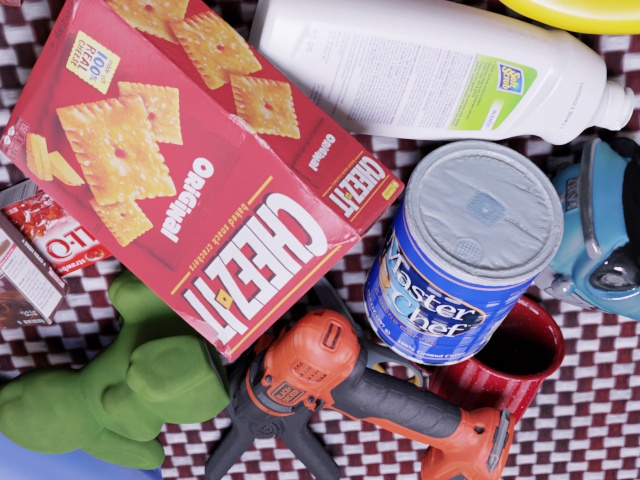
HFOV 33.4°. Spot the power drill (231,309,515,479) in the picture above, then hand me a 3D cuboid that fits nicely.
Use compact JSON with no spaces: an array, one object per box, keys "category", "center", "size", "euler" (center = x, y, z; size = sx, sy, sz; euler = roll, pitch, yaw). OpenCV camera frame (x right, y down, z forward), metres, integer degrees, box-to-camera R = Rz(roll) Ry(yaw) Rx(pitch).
[{"category":"power drill","center":[0.034,0.131,0.795],"size":[0.187,0.057,0.185],"euler":[26,151,-9]}]

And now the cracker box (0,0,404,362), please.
[{"category":"cracker box","center":[-0.082,-0.046,0.657],"size":[0.213,0.072,0.164],"euler":[43,134,-2]}]

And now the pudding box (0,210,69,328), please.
[{"category":"pudding box","center":[-0.253,0.023,0.780],"size":[0.114,0.039,0.090],"euler":[-9,132,33]}]

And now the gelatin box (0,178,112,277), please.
[{"category":"gelatin box","center":[-0.179,-0.017,0.775],"size":[0.089,0.030,0.073],"euler":[-21,127,16]}]

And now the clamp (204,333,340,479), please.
[{"category":"clamp","center":[-0.034,0.154,0.909],"size":[0.120,0.039,0.172],"euler":[5,129,-6]}]

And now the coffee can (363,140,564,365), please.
[{"category":"coffee can","center":[0.092,0.012,0.726],"size":[0.102,0.103,0.140],"euler":[7,151,-6]}]

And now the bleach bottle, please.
[{"category":"bleach bottle","center":[0.079,-0.103,0.689],"size":[0.250,0.068,0.103],"euler":[10,132,-12]}]

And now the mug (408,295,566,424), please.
[{"category":"mug","center":[0.121,0.094,0.834],"size":[0.117,0.093,0.082],"euler":[16,133,0]}]

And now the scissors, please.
[{"category":"scissors","center":[0.011,0.083,0.840],"size":[0.096,0.016,0.201],"euler":[-22,140,26]}]
